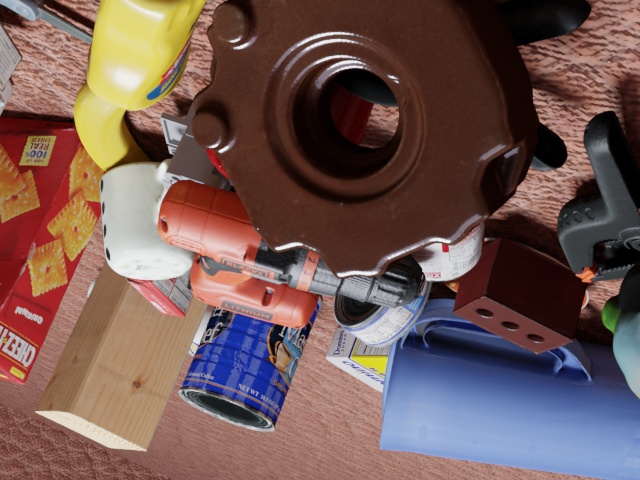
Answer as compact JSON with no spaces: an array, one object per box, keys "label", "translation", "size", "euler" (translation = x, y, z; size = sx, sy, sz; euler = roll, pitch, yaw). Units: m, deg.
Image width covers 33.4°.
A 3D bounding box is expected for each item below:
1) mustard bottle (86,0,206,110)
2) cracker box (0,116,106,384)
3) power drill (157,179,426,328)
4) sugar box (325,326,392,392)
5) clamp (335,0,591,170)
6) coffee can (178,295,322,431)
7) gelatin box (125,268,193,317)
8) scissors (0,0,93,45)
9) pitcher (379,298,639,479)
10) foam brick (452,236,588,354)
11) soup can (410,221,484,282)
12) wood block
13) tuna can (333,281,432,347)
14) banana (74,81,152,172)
[{"label":"mustard bottle","translation":[-0.095,-0.126,0.599],"size":[0.058,0.096,0.192],"euler":[24,158,-10]},{"label":"cracker box","translation":[-0.285,-0.002,0.909],"size":[0.164,0.213,0.072],"euler":[9,156,28]},{"label":"power drill","translation":[-0.027,0.018,0.781],"size":[0.184,0.057,0.188],"euler":[19,164,-2]},{"label":"sugar box","translation":[0.095,0.124,1.093],"size":[0.093,0.048,0.177],"euler":[34,154,-28]},{"label":"clamp","translation":[0.066,-0.094,0.596],"size":[0.172,0.039,0.120],"euler":[13,138,26]},{"label":"coffee can","translation":[-0.069,0.107,1.072],"size":[0.103,0.140,0.103],"euler":[18,159,7]},{"label":"gelatin box","translation":[-0.137,0.016,0.987],"size":[0.030,0.089,0.073],"euler":[10,156,26]},{"label":"scissors","translation":[-0.215,-0.162,0.734],"size":[0.201,0.016,0.096],"euler":[35,157,-30]},{"label":"pitcher","translation":[0.175,0.129,0.912],"size":[0.243,0.145,0.149],"euler":[9,-177,8]},{"label":"foam brick","translation":[0.145,0.040,0.777],"size":[0.078,0.051,0.053],"euler":[26,158,-11]},{"label":"soup can","translation":[0.079,-0.020,0.731],"size":[0.068,0.068,0.102],"euler":[15,158,14]},{"label":"wood block","translation":[-0.185,0.092,1.054],"size":[0.090,0.206,0.090],"euler":[34,155,-28]},{"label":"tuna can","translation":[0.050,0.043,0.885],"size":[0.033,0.086,0.086],"euler":[35,155,-27]},{"label":"banana","translation":[-0.158,-0.084,0.839],"size":[0.069,0.037,0.198],"euler":[22,159,-1]}]
